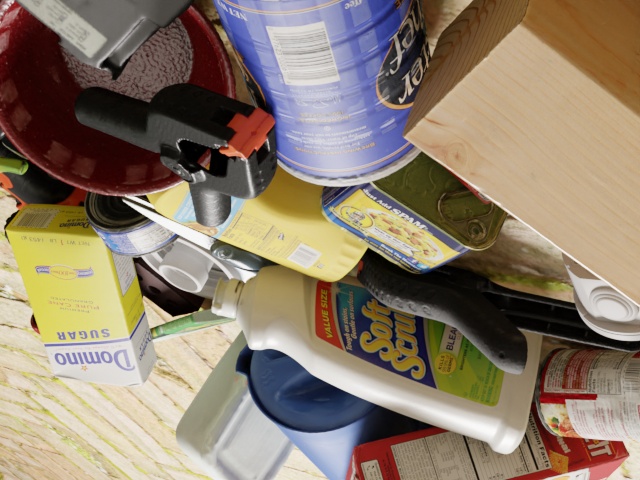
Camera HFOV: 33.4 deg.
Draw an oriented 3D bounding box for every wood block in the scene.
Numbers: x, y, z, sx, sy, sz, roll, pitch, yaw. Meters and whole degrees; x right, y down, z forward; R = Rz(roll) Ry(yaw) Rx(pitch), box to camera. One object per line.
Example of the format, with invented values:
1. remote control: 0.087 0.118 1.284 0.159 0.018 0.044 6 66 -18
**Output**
1. wood block: 0.155 -0.043 0.523 0.206 0.090 0.091 34 137 -12

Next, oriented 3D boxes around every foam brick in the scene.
1. foam brick: -0.141 0.026 0.983 0.078 0.051 0.053 40 151 -23

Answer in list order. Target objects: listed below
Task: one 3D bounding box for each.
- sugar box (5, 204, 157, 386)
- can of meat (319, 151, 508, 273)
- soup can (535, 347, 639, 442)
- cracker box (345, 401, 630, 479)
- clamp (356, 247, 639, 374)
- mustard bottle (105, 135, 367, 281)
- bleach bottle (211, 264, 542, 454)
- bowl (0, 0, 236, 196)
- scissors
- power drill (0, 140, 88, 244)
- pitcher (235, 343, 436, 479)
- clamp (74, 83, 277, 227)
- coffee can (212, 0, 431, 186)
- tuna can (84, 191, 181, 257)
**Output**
1. sugar box: -0.207 0.051 0.941 0.093 0.048 0.176 4 126 15
2. can of meat: 0.059 -0.026 0.700 0.102 0.057 0.084 32 155 -10
3. soup can: 0.220 0.113 0.785 0.102 0.068 0.068 -5 139 47
4. cracker box: 0.129 0.200 0.902 0.213 0.072 0.164 -12 153 -9
5. clamp: 0.100 0.044 0.737 0.210 0.036 0.164 18 -167 35
6. mustard bottle: -0.061 -0.032 0.761 0.191 0.058 0.096 21 154 -12
7. bleach bottle: 0.037 0.082 0.823 0.251 0.102 0.068 15 154 3
8. bowl: -0.130 -0.110 0.684 0.162 0.055 0.162 3 124 4
9. scissors: -0.055 0.001 0.835 0.096 0.016 0.201 -25 137 18
10. power drill: -0.290 -0.060 0.965 0.187 0.057 0.185 39 147 -28
11. pitcher: 0.041 0.158 0.975 0.149 0.145 0.242 47 171 35
12. clamp: -0.081 -0.059 0.609 0.120 0.039 0.172 33 161 -14
13. coffee can: 0.003 -0.110 0.550 0.103 0.102 0.140 15 151 23
14. tuna can: -0.143 -0.030 0.846 0.086 0.086 0.033 11 148 30
